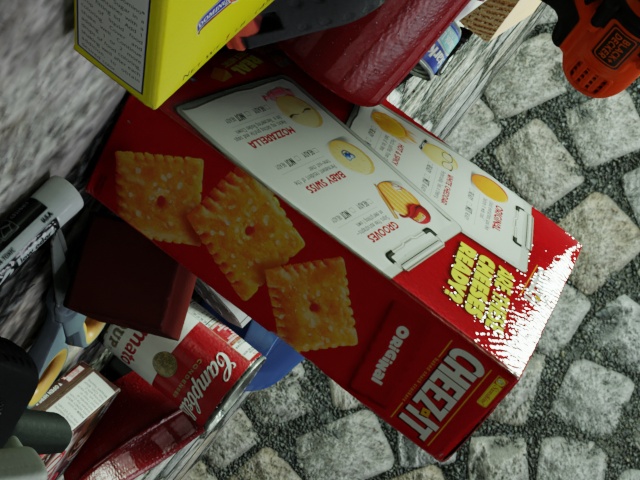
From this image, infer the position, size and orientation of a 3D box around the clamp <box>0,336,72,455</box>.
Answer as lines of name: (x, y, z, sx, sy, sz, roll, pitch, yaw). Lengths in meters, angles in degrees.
clamp: (-0.181, 0.101, 0.547, 0.164, 0.036, 0.210, -36, 162, -42)

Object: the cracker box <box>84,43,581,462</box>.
cracker box: (0.015, -0.010, 0.545, 0.072, 0.214, 0.164, -56, 173, 31)

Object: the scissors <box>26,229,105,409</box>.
scissors: (-0.151, 0.049, 0.585, 0.096, 0.016, 0.202, -56, 176, -9)

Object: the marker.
marker: (-0.145, 0.019, 0.438, 0.121, 0.020, 0.020, -49, 174, -27)

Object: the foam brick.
foam brick: (-0.098, 0.021, 0.565, 0.078, 0.053, 0.051, 89, 14, -81)

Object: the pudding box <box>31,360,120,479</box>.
pudding box: (-0.196, 0.145, 0.732, 0.114, 0.039, 0.089, -55, 174, 36)

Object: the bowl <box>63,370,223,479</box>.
bowl: (-0.147, 0.145, 0.854, 0.162, 0.055, 0.162, -33, 166, -10)

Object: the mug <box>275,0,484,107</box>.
mug: (0.016, -0.125, 0.541, 0.117, 0.093, 0.082, 14, 124, -50)

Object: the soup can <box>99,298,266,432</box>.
soup can: (-0.099, 0.080, 0.772, 0.068, 0.102, 0.068, -51, 174, -7)
